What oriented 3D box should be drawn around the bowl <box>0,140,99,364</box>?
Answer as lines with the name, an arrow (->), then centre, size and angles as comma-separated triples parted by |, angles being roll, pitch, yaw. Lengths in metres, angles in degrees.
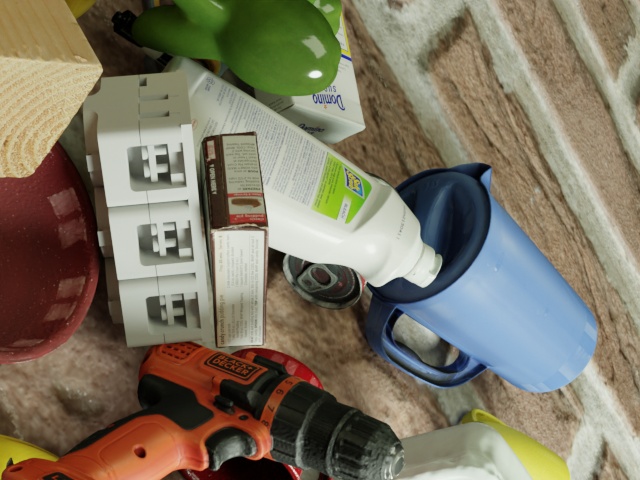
bowl -> -0.204, -0.004, 0.614 | 0.161, 0.055, 0.162 | 30, 52, -48

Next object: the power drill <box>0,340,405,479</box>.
power drill -> -0.068, 0.129, 0.603 | 0.187, 0.185, 0.057 | -31, 129, -51

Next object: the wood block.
wood block -> -0.212, -0.140, 0.567 | 0.090, 0.090, 0.206 | -4, 56, -49

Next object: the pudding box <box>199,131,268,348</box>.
pudding box -> -0.055, 0.001, 0.687 | 0.113, 0.039, 0.090 | 91, -9, -46

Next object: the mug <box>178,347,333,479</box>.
mug -> -0.036, 0.136, 0.746 | 0.117, 0.093, 0.081 | 38, 45, -15

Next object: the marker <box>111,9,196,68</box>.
marker -> -0.104, -0.130, 0.783 | 0.121, 0.020, 0.020 | 34, 54, -38

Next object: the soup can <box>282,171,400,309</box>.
soup can -> 0.020, -0.002, 0.877 | 0.068, 0.069, 0.102 | 55, 43, -22

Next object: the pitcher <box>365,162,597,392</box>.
pitcher -> 0.148, 0.056, 0.976 | 0.242, 0.149, 0.145 | 38, 36, -40

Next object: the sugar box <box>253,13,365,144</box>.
sugar box -> -0.020, -0.173, 0.880 | 0.093, 0.048, 0.176 | 11, 65, -49

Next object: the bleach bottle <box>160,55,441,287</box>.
bleach bottle -> -0.020, -0.030, 0.779 | 0.250, 0.068, 0.102 | 30, 54, -17
